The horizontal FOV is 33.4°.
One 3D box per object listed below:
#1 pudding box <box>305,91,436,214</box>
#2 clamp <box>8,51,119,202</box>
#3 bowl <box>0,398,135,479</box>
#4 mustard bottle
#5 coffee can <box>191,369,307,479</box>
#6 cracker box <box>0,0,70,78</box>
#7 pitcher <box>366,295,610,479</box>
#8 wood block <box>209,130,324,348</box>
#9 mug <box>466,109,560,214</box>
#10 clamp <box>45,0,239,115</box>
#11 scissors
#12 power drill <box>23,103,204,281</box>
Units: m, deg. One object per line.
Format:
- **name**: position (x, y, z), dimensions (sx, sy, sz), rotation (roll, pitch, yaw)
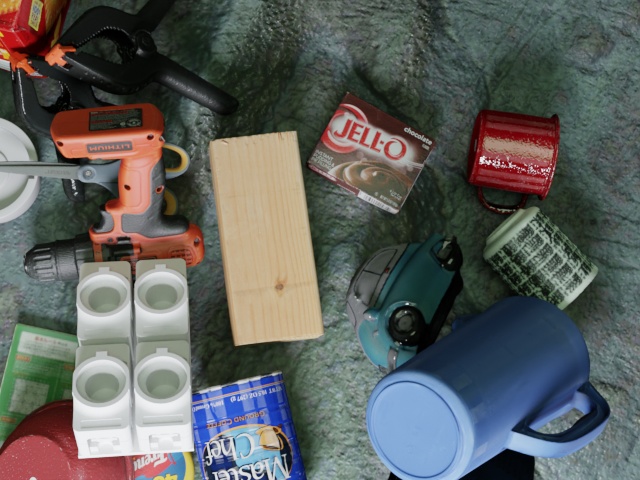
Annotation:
- **pudding box**: position (0.054, -0.092, 1.141), dimensions (0.113, 0.039, 0.090), rotation (29, 81, 0)
- **clamp**: position (-0.245, -0.132, 1.083), dimensions (0.120, 0.171, 0.039), rotation (-44, 45, -19)
- **bowl**: position (-0.258, 0.231, 1.014), dimensions (0.162, 0.055, 0.162), rotation (-4, 79, 22)
- **mustard bottle**: position (-0.177, 0.217, 1.068), dimensions (0.096, 0.058, 0.191), rotation (-12, 89, -10)
- **coffee can**: position (-0.071, 0.209, 1.059), dimensions (0.102, 0.103, 0.140), rotation (-13, 83, -6)
- **cracker box**: position (-0.290, -0.289, 1.076), dimensions (0.072, 0.164, 0.213), rotation (15, 82, -1)
- **pitcher**: position (0.157, 0.146, 1.003), dimensions (0.149, 0.242, 0.145), rotation (-19, 89, 37)
- **wood block**: position (-0.057, 0.001, 1.095), dimensions (0.090, 0.090, 0.206), rotation (-7, 83, -7)
- **mug**: position (0.200, -0.083, 1.135), dimensions (0.081, 0.093, 0.117), rotation (9, 118, 1)
- **clamp**: position (-0.186, -0.206, 1.092), dimensions (0.209, 0.036, 0.164), rotation (-6, 75, -43)
- **scissors**: position (-0.228, -0.052, 1.091), dimensions (0.201, 0.016, 0.096), rotation (-14, 106, -22)
- **power drill**: position (-0.213, -0.040, 1.054), dimensions (0.184, 0.188, 0.057), rotation (-8, 40, -8)
